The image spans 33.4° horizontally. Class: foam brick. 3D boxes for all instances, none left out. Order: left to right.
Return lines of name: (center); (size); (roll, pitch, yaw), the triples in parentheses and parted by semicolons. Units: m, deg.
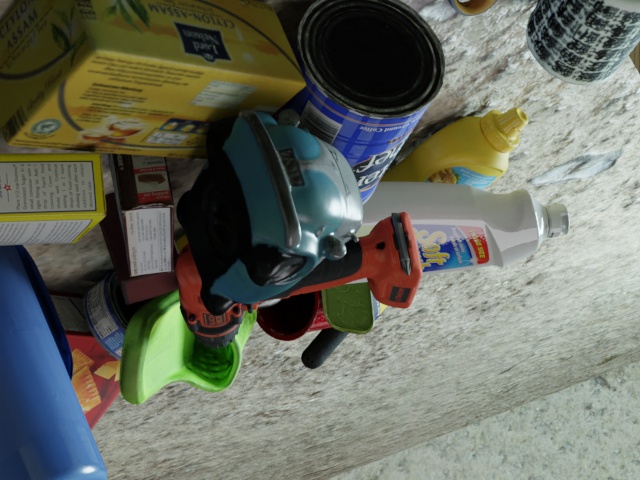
foam brick: (-0.146, 0.003, 0.863); (0.053, 0.078, 0.051); (-17, 160, -11)

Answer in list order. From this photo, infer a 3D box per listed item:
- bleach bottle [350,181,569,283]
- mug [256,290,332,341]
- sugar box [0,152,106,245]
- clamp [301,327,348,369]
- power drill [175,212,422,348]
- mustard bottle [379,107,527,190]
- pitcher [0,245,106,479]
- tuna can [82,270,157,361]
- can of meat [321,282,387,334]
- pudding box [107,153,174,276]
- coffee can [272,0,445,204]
bleach bottle: (0.102, -0.015, 0.975); (0.250, 0.068, 0.102); (-5, 132, -3)
mug: (-0.010, 0.047, 1.136); (0.081, 0.093, 0.117); (-5, 130, -53)
sugar box: (-0.225, -0.022, 0.632); (0.176, 0.048, 0.093); (0, 169, -26)
clamp: (0.059, 0.054, 1.207); (0.210, 0.036, 0.164); (-42, -169, 32)
power drill: (-0.019, 0.037, 0.848); (0.187, 0.057, 0.184); (-10, 162, -6)
mustard bottle: (0.119, -0.065, 1.013); (0.096, 0.058, 0.192); (11, 142, -43)
pitcher: (-0.233, 0.079, 0.715); (0.149, 0.243, 0.145); (-23, 160, -23)
tuna can: (-0.178, 0.069, 0.991); (0.034, 0.086, 0.086); (-33, 159, 22)
can of meat: (0.044, 0.031, 1.092); (0.058, 0.102, 0.083); (7, -152, 28)
pudding box: (-0.127, -0.037, 0.756); (0.039, 0.090, 0.113); (-10, 157, -10)
coffee can: (0.015, -0.093, 0.753); (0.102, 0.103, 0.140); (-15, 159, -24)
